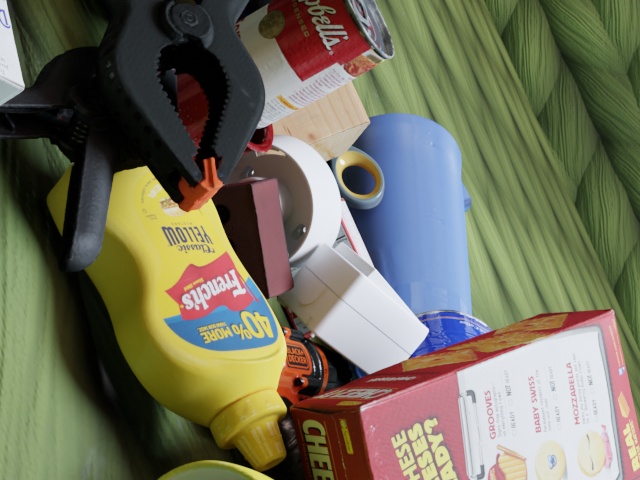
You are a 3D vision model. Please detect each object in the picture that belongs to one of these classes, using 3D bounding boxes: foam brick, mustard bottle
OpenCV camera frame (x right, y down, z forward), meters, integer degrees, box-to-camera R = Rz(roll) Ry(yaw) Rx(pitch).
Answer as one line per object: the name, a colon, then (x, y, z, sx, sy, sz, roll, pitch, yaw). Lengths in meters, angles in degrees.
foam brick: (-0.055, 0.001, 0.711, 0.051, 0.053, 0.078, -29, 111, -71)
mustard bottle: (-0.071, 0.039, 0.585, 0.096, 0.058, 0.192, -2, 54, -52)

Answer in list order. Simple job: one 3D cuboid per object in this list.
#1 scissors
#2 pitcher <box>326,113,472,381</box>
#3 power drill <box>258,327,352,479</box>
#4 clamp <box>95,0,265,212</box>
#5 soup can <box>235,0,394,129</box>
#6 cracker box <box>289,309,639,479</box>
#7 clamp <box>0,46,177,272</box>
scissors: (0.005, -0.098, 0.925, 0.016, 0.096, 0.201, 92, -2, -60)
pitcher: (0.059, 0.009, 0.931, 0.243, 0.149, 0.145, -91, 163, -44)
power drill: (-0.005, 0.147, 0.684, 0.184, 0.057, 0.188, 21, 44, -63)
clamp: (-0.088, -0.116, 0.577, 0.164, 0.036, 0.210, 11, 59, -28)
soup can: (-0.014, -0.122, 0.674, 0.068, 0.102, 0.068, 50, 24, -33)
cracker box: (0.097, 0.143, 0.614, 0.213, 0.072, 0.164, -14, 92, -37)
clamp: (-0.121, -0.052, 0.559, 0.120, 0.039, 0.171, 49, 42, 5)
